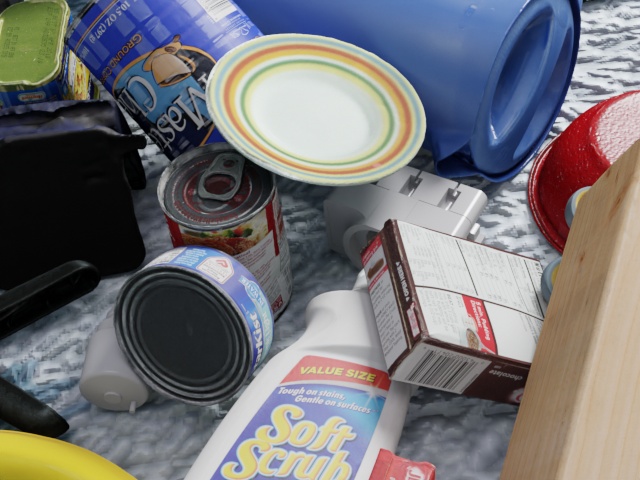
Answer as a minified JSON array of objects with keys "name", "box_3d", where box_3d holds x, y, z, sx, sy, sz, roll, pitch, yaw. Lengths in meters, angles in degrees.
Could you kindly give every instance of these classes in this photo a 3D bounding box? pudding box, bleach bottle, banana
[{"name":"pudding box","box_3d":[0.084,0.042,0.596,0.113,0.039,0.090,17,40,-28]},{"name":"bleach bottle","box_3d":[-0.014,0.109,0.562,0.102,0.068,0.250,21,51,8]},{"name":"banana","box_3d":[-0.169,0.138,0.580,0.198,0.037,0.069,-3,77,8]}]

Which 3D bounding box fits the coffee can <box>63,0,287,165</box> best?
[{"name":"coffee can","box_3d":[-0.081,-0.108,0.696,0.140,0.103,0.102,48,62,-5]}]

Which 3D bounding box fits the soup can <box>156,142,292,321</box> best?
[{"name":"soup can","box_3d":[-0.054,0.001,0.638,0.068,0.102,0.068,-3,49,4]}]

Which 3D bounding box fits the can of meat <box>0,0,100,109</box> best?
[{"name":"can of meat","box_3d":[-0.198,-0.112,0.766,0.057,0.084,0.102,-6,49,1]}]

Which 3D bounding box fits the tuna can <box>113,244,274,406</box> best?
[{"name":"tuna can","box_3d":[-0.069,0.046,0.590,0.086,0.086,0.033,15,28,19]}]

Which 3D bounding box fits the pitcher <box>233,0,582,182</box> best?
[{"name":"pitcher","box_3d":[0.052,-0.150,0.743,0.243,0.145,0.149,26,25,30]}]

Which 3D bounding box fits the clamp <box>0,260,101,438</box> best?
[{"name":"clamp","box_3d":[-0.216,0.074,0.637,0.171,0.039,0.120,-12,44,5]}]
